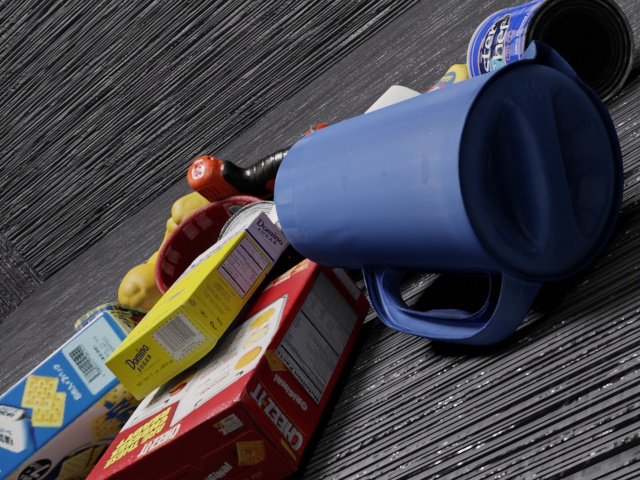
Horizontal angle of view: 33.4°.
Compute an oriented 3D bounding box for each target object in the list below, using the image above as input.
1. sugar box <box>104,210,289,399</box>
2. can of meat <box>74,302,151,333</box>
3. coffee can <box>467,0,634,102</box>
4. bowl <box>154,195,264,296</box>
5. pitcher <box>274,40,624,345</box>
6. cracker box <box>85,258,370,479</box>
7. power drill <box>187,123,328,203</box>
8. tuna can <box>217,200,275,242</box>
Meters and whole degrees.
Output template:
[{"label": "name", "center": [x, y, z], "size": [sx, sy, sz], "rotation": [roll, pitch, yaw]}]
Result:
[{"label": "sugar box", "center": [-0.094, 0.046, 0.850], "size": [0.093, 0.048, 0.176], "rotation": [-36, 12, 28]}, {"label": "can of meat", "center": [-0.186, 0.113, 1.050], "size": [0.057, 0.084, 0.102], "rotation": [-37, -26, 14]}, {"label": "coffee can", "center": [0.204, -0.168, 0.968], "size": [0.103, 0.103, 0.140], "rotation": [-40, 11, -6]}, {"label": "bowl", "center": [-0.110, 0.025, 1.240], "size": [0.162, 0.055, 0.162], "rotation": [-17, 44, 17]}, {"label": "pitcher", "center": [0.069, -0.027, 0.721], "size": [0.149, 0.145, 0.243], "rotation": [-38, 17, -28]}, {"label": "cracker box", "center": [-0.062, 0.114, 0.794], "size": [0.164, 0.072, 0.213], "rotation": [-33, 13, 29]}, {"label": "power drill", "center": [-0.042, -0.064, 1.307], "size": [0.188, 0.184, 0.057], "rotation": [-19, 58, 25]}, {"label": "tuna can", "center": [-0.063, 0.004, 1.107], "size": [0.086, 0.033, 0.086], "rotation": [-18, 50, 23]}]
